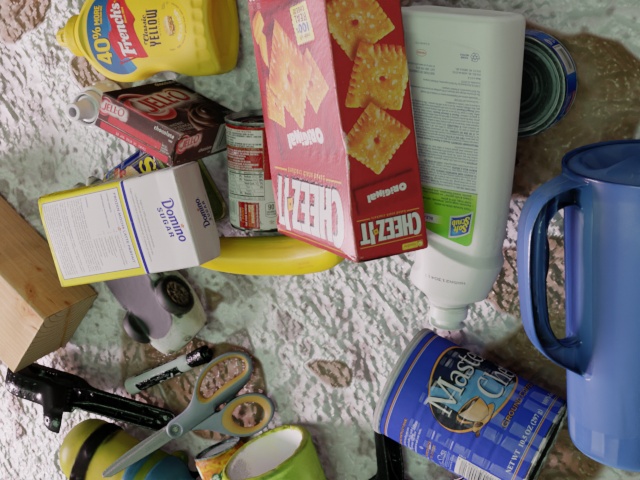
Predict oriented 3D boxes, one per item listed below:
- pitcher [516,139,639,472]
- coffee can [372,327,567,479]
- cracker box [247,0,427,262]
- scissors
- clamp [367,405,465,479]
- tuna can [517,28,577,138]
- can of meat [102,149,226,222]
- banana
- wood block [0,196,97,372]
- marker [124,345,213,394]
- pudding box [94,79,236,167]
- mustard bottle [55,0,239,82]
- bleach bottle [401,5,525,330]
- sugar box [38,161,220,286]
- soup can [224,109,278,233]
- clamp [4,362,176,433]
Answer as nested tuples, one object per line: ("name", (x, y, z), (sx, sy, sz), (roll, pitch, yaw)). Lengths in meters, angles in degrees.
("pitcher", (0.238, 0.051, 0.816), (0.149, 0.144, 0.243), (7, 111, 26))
("coffee can", (0.130, 0.152, 0.924), (0.140, 0.102, 0.103), (26, 116, 19))
("cracker box", (0.008, -0.102, 0.849), (0.164, 0.072, 0.214), (-159, 60, -65))
("scissors", (-0.127, 0.199, 1.092), (0.096, 0.016, 0.202), (41, 100, 0))
("clamp", (0.083, 0.246, 1.006), (0.120, 0.039, 0.171), (36, 128, 38))
("tuna can", (0.162, -0.126, 0.863), (0.086, 0.033, 0.086), (9, 109, 26))
("can of meat", (-0.155, -0.045, 1.047), (0.084, 0.057, 0.102), (-29, 90, 34))
("banana", (-0.043, 0.008, 0.999), (0.198, 0.069, 0.037), (-6, 62, 36))
("wood block", (-0.355, 0.029, 1.158), (0.206, 0.090, 0.091), (43, 120, 10))
("marker", (-0.159, 0.136, 1.124), (0.121, 0.020, 0.020), (-25, 92, 32))
("pudding box", (-0.137, -0.110, 0.983), (0.090, 0.113, 0.039), (29, 113, 17))
("mustard bottle", (-0.171, -0.199, 1.007), (0.192, 0.058, 0.096), (1, 104, 29))
("bleach bottle", (0.101, -0.053, 0.838), (0.103, 0.067, 0.251), (14, 111, 34))
("sugar box", (-0.182, -0.014, 1.012), (0.176, 0.048, 0.093), (-9, 101, 29))
("soup can", (-0.052, -0.064, 0.978), (0.069, 0.068, 0.102), (8, 109, 26))
("clamp", (-0.277, 0.164, 1.134), (0.210, 0.164, 0.036), (16, 91, 33))
